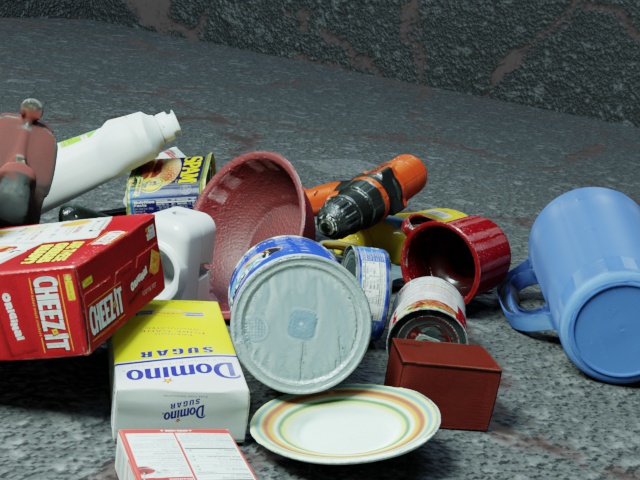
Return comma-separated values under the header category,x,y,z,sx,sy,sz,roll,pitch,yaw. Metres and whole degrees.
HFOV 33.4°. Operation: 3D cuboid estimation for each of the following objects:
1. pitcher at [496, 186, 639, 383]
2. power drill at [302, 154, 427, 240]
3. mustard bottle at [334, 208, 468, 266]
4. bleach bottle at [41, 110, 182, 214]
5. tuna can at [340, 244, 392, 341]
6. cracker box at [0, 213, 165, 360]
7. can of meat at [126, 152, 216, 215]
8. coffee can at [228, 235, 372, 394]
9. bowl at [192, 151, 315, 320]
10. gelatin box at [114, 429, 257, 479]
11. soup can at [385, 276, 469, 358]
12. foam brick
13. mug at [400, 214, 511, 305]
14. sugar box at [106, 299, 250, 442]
category,x,y,z,sx,sy,sz,roll,pitch,yaw
pitcher,0.266,0.046,1.035,0.145,0.149,0.242,23,19,0
power drill,0.003,-0.034,1.160,0.188,0.057,0.184,-9,13,38
mustard bottle,0.090,-0.001,1.214,0.191,0.058,0.096,-6,19,-42
bleach bottle,-0.260,-0.071,1.082,0.250,0.068,0.103,-24,20,-10
tuna can,0.038,0.048,0.959,0.033,0.086,0.086,6,15,-10
cracker box,-0.243,0.038,0.793,0.214,0.072,0.164,-5,13,12
can of meat,-0.155,-0.050,1.120,0.084,0.057,0.102,-3,27,2
coffee can,-0.020,0.053,0.836,0.102,0.103,0.140,6,5,-6
bowl,-0.056,0.001,0.990,0.055,0.162,0.162,23,1,-44
gelatin box,-0.081,0.146,0.648,0.073,0.030,0.089,3,16,-21
soup can,0.093,0.076,0.920,0.068,0.068,0.102,9,15,4
foam brick,0.092,0.110,0.823,0.078,0.051,0.053,6,14,-8
mug,0.134,0.013,1.097,0.117,0.093,0.081,40,32,25
sugar box,-0.112,0.092,0.799,0.093,0.048,0.176,3,15,-15
